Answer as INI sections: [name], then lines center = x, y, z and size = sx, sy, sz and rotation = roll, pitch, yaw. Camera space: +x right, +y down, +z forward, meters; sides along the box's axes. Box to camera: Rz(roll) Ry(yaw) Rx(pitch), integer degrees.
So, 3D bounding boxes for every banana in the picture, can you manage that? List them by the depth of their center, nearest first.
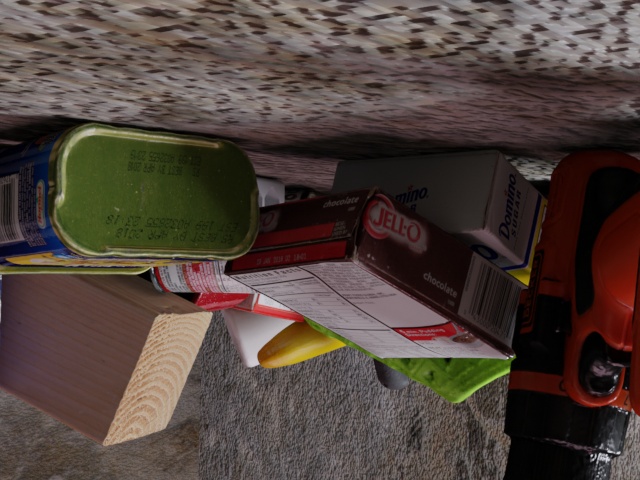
[banana]
center = 0.043, 0.069, 0.907
size = 0.197, 0.037, 0.070
rotation = -12, 145, -24

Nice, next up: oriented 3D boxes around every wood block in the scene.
[wood block]
center = -0.191, 0.048, 0.718
size = 0.206, 0.091, 0.090
rotation = 24, -175, 17

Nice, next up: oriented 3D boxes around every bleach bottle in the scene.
[bleach bottle]
center = 0.034, 0.038, 0.981
size = 0.250, 0.068, 0.103
rotation = -21, -169, -8

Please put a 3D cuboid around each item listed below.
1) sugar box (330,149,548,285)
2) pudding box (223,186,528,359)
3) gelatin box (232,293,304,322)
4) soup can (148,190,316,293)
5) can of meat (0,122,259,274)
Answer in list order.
[sugar box]
center = 0.088, 0.013, 0.548
size = 0.094, 0.048, 0.176
rotation = -1, 158, 40
[pudding box]
center = 0.027, 0.019, 0.487
size = 0.113, 0.039, 0.090
rotation = 33, 155, -34
[gelatin box]
center = -0.065, 0.042, 0.872
size = 0.089, 0.030, 0.073
rotation = 10, 175, 35
[soup can]
center = -0.055, 0.001, 0.695
size = 0.102, 0.068, 0.068
rotation = 0, 178, 12
[can of meat]
center = -0.089, -0.016, 0.455
size = 0.101, 0.057, 0.084
rotation = 2, 175, -40
